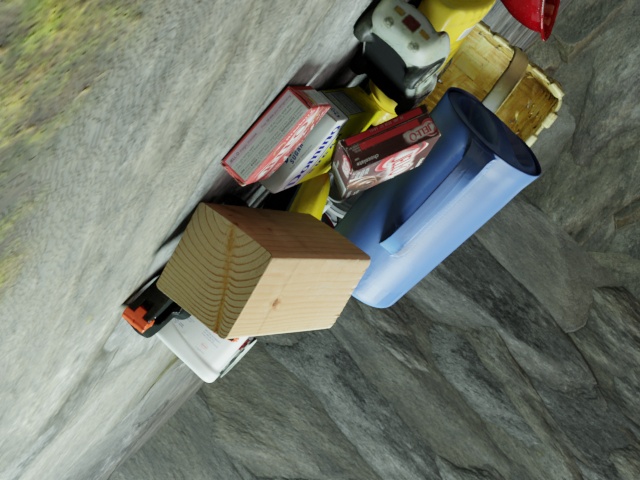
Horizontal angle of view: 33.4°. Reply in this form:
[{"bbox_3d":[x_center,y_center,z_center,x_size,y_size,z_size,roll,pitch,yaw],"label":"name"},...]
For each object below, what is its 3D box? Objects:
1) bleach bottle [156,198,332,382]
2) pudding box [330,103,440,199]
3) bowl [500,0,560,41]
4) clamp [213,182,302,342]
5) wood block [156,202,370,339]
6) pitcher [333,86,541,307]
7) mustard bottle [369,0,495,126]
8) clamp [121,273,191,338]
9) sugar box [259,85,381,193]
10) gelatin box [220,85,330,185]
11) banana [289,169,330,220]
[{"bbox_3d":[-0.077,0.042,1.246,0.251,0.102,0.068,-46,-176,-1],"label":"bleach bottle"},{"bbox_3d":[0.059,-0.082,1.011,0.090,0.039,0.113,-23,174,-8],"label":"pudding box"},{"bbox_3d":[0.219,-0.289,1.098,0.162,0.055,0.162,12,90,-74],"label":"bowl"},{"bbox_3d":[-0.071,0.012,1.123,0.164,0.036,0.210,-44,155,-53],"label":"clamp"},{"bbox_3d":[-0.047,0.029,1.012,0.091,0.090,0.205,-60,156,13],"label":"wood block"},{"bbox_3d":[0.110,-0.037,1.163,0.149,0.145,0.243,18,124,-42],"label":"pitcher"},{"bbox_3d":[0.099,-0.184,1.077,0.096,0.058,0.192,-40,169,-46],"label":"mustard bottle"},{"bbox_3d":[-0.142,0.046,1.082,0.120,0.039,0.171,-62,173,14],"label":"clamp"},{"bbox_3d":[-0.003,-0.099,1.021,0.093,0.048,0.176,-48,177,19],"label":"sugar box"},{"bbox_3d":[-0.036,-0.088,0.891,0.089,0.030,0.073,-48,176,15],"label":"gelatin box"},{"bbox_3d":[-0.022,0.002,1.185,0.069,0.037,0.198,18,91,-65],"label":"banana"}]
